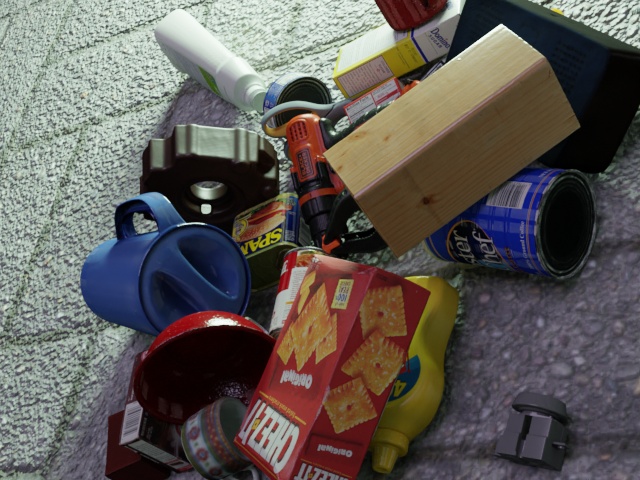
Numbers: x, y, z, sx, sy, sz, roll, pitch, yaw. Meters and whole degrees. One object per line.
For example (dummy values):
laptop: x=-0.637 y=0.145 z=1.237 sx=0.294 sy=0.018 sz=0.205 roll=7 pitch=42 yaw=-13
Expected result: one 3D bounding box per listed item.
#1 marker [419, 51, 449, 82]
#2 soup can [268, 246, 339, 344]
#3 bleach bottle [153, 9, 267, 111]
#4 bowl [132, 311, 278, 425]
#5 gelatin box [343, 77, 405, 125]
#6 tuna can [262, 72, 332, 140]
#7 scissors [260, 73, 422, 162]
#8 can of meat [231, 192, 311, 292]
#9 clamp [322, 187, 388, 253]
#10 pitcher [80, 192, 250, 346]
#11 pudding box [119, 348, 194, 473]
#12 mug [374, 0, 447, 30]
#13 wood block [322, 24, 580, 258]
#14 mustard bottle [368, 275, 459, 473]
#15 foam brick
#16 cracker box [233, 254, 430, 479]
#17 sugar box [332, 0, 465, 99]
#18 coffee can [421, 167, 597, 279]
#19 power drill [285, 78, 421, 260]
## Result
marker: x=0.117 y=-0.176 z=1.269 sx=0.121 sy=0.020 sz=0.020 roll=-46 pitch=40 yaw=0
soup can: x=-0.015 y=0.068 z=1.147 sx=0.069 sy=0.068 sz=0.102 roll=-13 pitch=51 yaw=33
bleach bottle: x=-0.142 y=-0.239 z=1.500 sx=0.068 sy=0.102 sz=0.251 roll=-43 pitch=46 yaw=-5
bowl: x=-0.117 y=0.124 z=1.114 sx=0.162 sy=0.162 sz=0.055 roll=-33 pitch=44 yaw=16
gelatin box: x=0.077 y=-0.134 z=1.241 sx=0.073 sy=0.030 sz=0.089 roll=-30 pitch=65 yaw=19
tuna can: x=-0.029 y=-0.167 z=1.337 sx=0.086 sy=0.086 sz=0.034 roll=-52 pitch=38 yaw=-6
scissors: x=0.029 y=-0.146 z=1.302 sx=0.202 sy=0.096 sz=0.016 roll=-10 pitch=42 yaw=3
can of meat: x=-0.058 y=0.001 z=1.248 sx=0.102 sy=0.057 sz=0.084 roll=-22 pitch=43 yaw=27
clamp: x=0.080 y=-0.034 z=1.127 sx=0.172 sy=0.120 sz=0.039 roll=-43 pitch=7 yaw=19
pitcher: x=-0.195 y=0.039 z=1.239 sx=0.243 sy=0.144 sz=0.149 roll=-1 pitch=68 yaw=59
pudding box: x=-0.168 y=0.185 z=1.166 sx=0.039 sy=0.090 sz=0.113 roll=-22 pitch=47 yaw=36
mug: x=0.104 y=-0.300 z=1.253 sx=0.093 sy=0.081 sz=0.117 roll=-39 pitch=26 yaw=-7
wood block: x=0.120 y=-0.092 z=0.984 sx=0.206 sy=0.090 sz=0.090 roll=-36 pitch=37 yaw=3
mustard bottle: x=0.076 y=0.130 z=1.024 sx=0.096 sy=0.058 sz=0.191 roll=-15 pitch=50 yaw=40
foam brick: x=-0.203 y=0.230 z=1.190 sx=0.053 sy=0.051 sz=0.078 roll=-26 pitch=44 yaw=22
cracker box: x=0.005 y=0.124 z=1.009 sx=0.213 sy=0.072 sz=0.164 roll=-67 pitch=20 yaw=-4
sugar box: x=0.103 y=-0.240 z=1.301 sx=0.176 sy=0.048 sz=0.093 roll=-21 pitch=30 yaw=24
coffee can: x=0.178 y=-0.022 z=1.026 sx=0.141 sy=0.102 sz=0.102 roll=9 pitch=64 yaw=44
power drill: x=0.055 y=-0.082 z=1.188 sx=0.188 sy=0.057 sz=0.184 roll=-22 pitch=70 yaw=22
